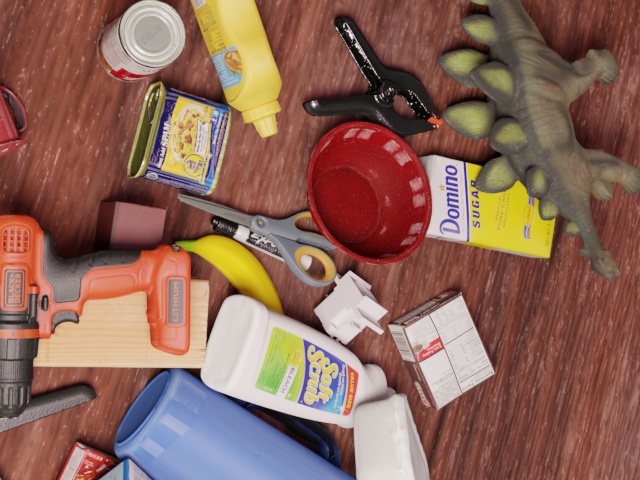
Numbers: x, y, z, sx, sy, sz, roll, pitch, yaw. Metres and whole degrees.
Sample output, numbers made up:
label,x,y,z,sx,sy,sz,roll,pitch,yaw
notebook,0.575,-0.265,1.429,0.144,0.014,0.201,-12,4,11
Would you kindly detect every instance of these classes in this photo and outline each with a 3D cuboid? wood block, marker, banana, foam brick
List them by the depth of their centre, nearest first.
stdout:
label,x,y,z,sx,sy,sz,roll,pitch,yaw
wood block,-0.223,0.076,1.058,0.205,0.090,0.091,4,90,-23
foam brick,-0.193,-0.011,1.077,0.051,0.078,0.053,9,89,-23
banana,-0.079,0.067,1.151,0.069,0.037,0.198,-31,101,0
marker,-0.065,0.002,1.162,0.121,0.020,0.020,25,81,-21

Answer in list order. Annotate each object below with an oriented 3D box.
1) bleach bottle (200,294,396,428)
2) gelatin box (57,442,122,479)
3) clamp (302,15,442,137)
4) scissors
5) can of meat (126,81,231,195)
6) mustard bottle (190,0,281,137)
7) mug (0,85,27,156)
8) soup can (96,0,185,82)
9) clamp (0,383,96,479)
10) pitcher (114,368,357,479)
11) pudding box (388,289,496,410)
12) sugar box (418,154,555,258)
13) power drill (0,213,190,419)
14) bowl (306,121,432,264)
label,x,y,z,sx,sy,sz,roll,pitch,yaw
bleach bottle,-0.006,0.139,1.139,0.250,0.068,0.102,23,84,-41
gelatin box,-0.224,0.254,1.078,0.089,0.030,0.073,35,76,-39
clamp,0.059,-0.159,1.203,0.171,0.039,0.120,34,79,-20
scissors,-0.057,0.001,1.143,0.201,0.016,0.096,4,66,-32
can of meat,-0.145,-0.104,1.108,0.083,0.058,0.102,15,85,-24
mustard bottle,-0.085,-0.200,1.110,0.058,0.096,0.191,-23,99,-24
mug,-0.330,-0.119,1.019,0.117,0.093,0.081,-25,96,-52
soup can,-0.180,-0.199,1.067,0.068,0.102,0.068,0,90,-23
clamp,-0.330,0.186,1.042,0.209,0.036,0.164,31,77,-24
pitcher,-0.084,0.232,1.108,0.242,0.149,0.145,38,91,-15
pudding box,0.143,0.127,1.242,0.090,0.039,0.113,-28,103,-21
sugar box,0.193,-0.038,1.257,0.176,0.048,0.093,10,86,-24
power drill,-0.215,0.070,0.981,0.187,0.057,0.184,2,91,-23
bowl,0.043,-0.047,1.177,0.161,0.055,0.162,8,73,-29
